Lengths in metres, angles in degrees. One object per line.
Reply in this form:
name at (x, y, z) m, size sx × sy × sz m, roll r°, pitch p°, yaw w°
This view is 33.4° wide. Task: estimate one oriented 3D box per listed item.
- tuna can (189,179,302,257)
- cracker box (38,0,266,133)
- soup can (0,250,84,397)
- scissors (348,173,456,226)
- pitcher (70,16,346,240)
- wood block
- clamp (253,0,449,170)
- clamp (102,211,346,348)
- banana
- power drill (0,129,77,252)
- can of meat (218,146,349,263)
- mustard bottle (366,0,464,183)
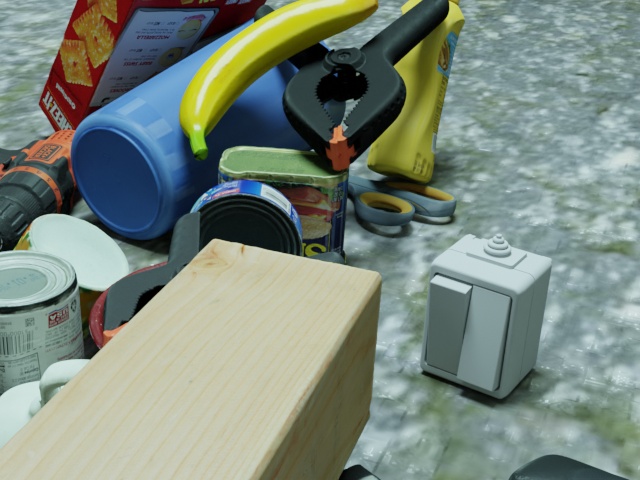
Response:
tuna can at (-0.055, 0.001, 0.757) m, size 0.086 × 0.086 × 0.033 m, roll 3°, pitch 24°, yaw -1°
cracker box at (-0.154, -0.188, 0.991) m, size 0.163 × 0.214 × 0.072 m, roll -21°, pitch 69°, yaw -40°
soup can at (-0.166, 0.065, 0.592) m, size 0.068 × 0.102 × 0.068 m, roll 2°, pitch 26°, yaw -1°
scissors at (0.019, -0.045, 0.935) m, size 0.202 × 0.016 × 0.096 m, roll 13°, pitch 23°, yaw 26°
pitcher at (-0.101, -0.095, 0.912) m, size 0.145 × 0.149 × 0.242 m, roll 35°, pitch 41°, yaw 15°
wood block at (-0.047, 0.087, 0.445) m, size 0.091 × 0.090 × 0.205 m, roll 10°, pitch 26°, yaw 15°
clamp at (0.030, -0.134, 0.836) m, size 0.164 × 0.036 × 0.210 m, roll -9°, pitch 43°, yaw 4°
clamp at (-0.060, 0.032, 0.618) m, size 0.120 × 0.039 × 0.171 m, roll 7°, pitch 28°, yaw 18°
banana at (-0.043, -0.136, 0.813) m, size 0.070 × 0.037 × 0.197 m, roll 38°, pitch 71°, yaw 23°
power drill at (-0.295, -0.047, 0.866) m, size 0.188 × 0.057 × 0.184 m, roll 8°, pitch 26°, yaw 6°
can of meat at (-0.028, -0.022, 0.808) m, size 0.102 × 0.084 × 0.057 m, roll 4°, pitch 26°, yaw 2°
mustard bottle at (0.089, -0.149, 0.943) m, size 0.058 × 0.191 × 0.096 m, roll 13°, pitch 2°, yaw 12°
